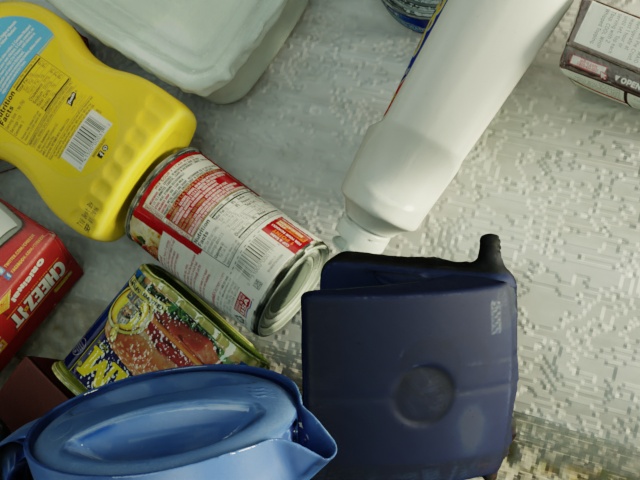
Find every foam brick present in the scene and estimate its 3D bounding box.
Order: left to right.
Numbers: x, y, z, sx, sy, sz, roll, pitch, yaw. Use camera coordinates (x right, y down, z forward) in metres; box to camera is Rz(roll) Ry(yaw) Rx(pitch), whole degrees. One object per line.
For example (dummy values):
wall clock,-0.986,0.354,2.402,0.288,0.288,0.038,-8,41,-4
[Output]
foam brick,-0.154,0.115,0.643,0.078,0.051,0.053,40,94,17

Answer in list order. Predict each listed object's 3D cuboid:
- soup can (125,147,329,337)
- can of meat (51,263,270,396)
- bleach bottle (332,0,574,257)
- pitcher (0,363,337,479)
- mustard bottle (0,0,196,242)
soup can,-0.054,0.001,0.624,0.102,0.068,0.068,36,92,17
can of meat,-0.092,0.075,0.630,0.102,0.057,0.084,39,90,17
bleach bottle,0.076,-0.093,0.567,0.068,0.102,0.251,29,110,-3
pitcher,-0.071,0.193,0.539,0.144,0.149,0.243,-13,104,-27
mustard bottle,-0.174,-0.088,0.644,0.192,0.058,0.096,35,94,14
